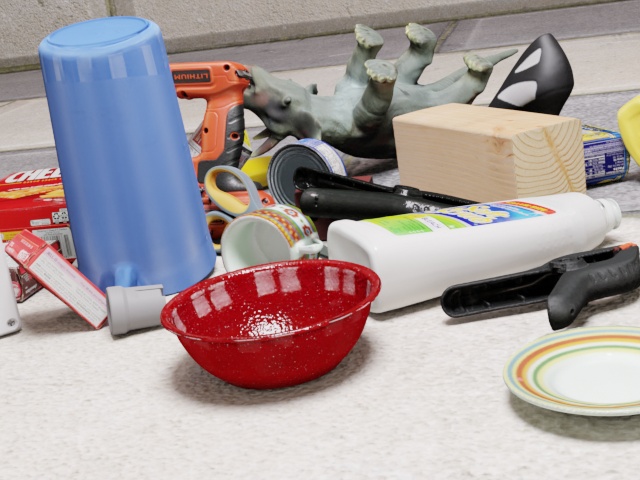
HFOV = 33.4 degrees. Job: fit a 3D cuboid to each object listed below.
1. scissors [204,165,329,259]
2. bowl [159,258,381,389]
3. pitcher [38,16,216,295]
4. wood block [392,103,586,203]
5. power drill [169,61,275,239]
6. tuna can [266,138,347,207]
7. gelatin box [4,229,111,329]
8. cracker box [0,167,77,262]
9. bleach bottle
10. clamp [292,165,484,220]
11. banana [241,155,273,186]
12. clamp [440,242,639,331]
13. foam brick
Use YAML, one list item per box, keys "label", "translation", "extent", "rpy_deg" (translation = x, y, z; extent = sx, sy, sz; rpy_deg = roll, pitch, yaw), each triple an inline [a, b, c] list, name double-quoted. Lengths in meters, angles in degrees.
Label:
- label: "scissors"
  translation: [-0.057, 0.001, 1.041]
  extent: [0.016, 0.096, 0.202]
  rpy_deg: [4, 32, -51]
- label: "bowl"
  translation: [-0.032, 0.064, 0.774]
  extent: [0.162, 0.055, 0.162]
  rpy_deg: [-8, 16, 2]
- label: "pitcher"
  translation: [-0.179, -0.079, 0.988]
  extent: [0.144, 0.243, 0.149]
  rpy_deg: [-24, 31, -31]
- label: "wood block"
  translation: [0.173, -0.087, 1.123]
  extent: [0.090, 0.091, 0.206]
  rpy_deg: [-16, 18, -27]
- label: "power drill"
  translation: [-0.139, -0.092, 1.129]
  extent: [0.184, 0.188, 0.057]
  rpy_deg: [-2, 5, 10]
- label: "tuna can"
  translation: [-0.014, -0.067, 1.155]
  extent: [0.086, 0.086, 0.033]
  rpy_deg: [3, 18, 33]
- label: "gelatin box"
  translation: [-0.225, 0.033, 0.922]
  extent: [0.030, 0.089, 0.073]
  rpy_deg: [-50, 29, -12]
- label: "cracker box"
  translation: [-0.313, -0.032, 1.208]
  extent: [0.164, 0.072, 0.213]
  rpy_deg: [-5, 16, 9]
- label: "bleach bottle"
  translation: [0.139, -0.001, 0.906]
  extent: [0.250, 0.068, 0.103]
  rpy_deg: [-12, 17, -21]
- label: "clamp"
  translation: [0.072, -0.030, 0.974]
  extent: [0.210, 0.036, 0.164]
  rpy_deg: [11, 12, 1]
- label: "banana"
  translation: [-0.085, -0.070, 1.299]
  extent: [0.070, 0.037, 0.197]
  rpy_deg: [34, 40, 25]
- label: "clamp"
  translation: [0.189, 0.034, 0.798]
  extent: [0.171, 0.039, 0.120]
  rpy_deg: [-16, 17, -25]
- label: "foam brick"
  translation: [0.016, -0.033, 1.085]
  extent: [0.078, 0.053, 0.051]
  rpy_deg: [-5, 17, 11]
